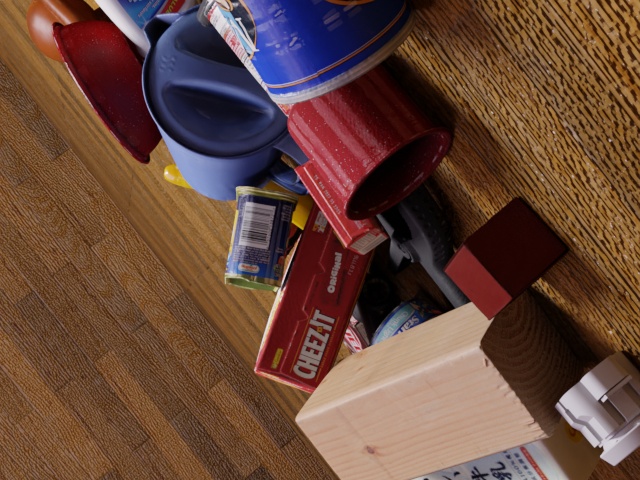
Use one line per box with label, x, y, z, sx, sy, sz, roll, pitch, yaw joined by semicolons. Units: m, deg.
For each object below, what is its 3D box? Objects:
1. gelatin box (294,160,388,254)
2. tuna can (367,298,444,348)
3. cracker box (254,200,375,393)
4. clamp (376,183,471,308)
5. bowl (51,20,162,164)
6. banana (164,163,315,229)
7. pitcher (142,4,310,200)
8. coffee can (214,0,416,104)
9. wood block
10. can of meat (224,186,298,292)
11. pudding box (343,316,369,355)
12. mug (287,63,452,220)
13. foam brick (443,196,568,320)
gelatin box;0.019;-0.029;0.839;0.073;0.030;0.089;57;-174;10
tuna can;0.080;0.096;0.967;0.034;0.086;0.086;35;161;30
cracker box;-0.007;0.063;1.044;0.072;0.164;0.214;19;171;-2
clamp;0.077;-0.004;0.891;0.165;0.036;0.210;36;162;52
bowl;-0.191;-0.156;1.036;0.162;0.055;0.162;58;-176;-7
banana;-0.067;-0.047;1.126;0.197;0.070;0.037;26;-141;-30
pitcher;-0.077;-0.104;0.966;0.243;0.145;0.149;112;152;-80
coffee can;-0.020;-0.167;0.631;0.140;0.102;0.103;58;166;-24
wood block;0.090;0.123;0.850;0.207;0.090;0.091;-29;102;42
can of meat;-0.056;0.001;0.983;0.057;0.084;0.102;10;173;-3
pudding box;0.063;0.130;1.303;0.113;0.039;0.090;55;166;-16
mug;0.031;-0.070;0.756;0.081;0.093;0.117;52;169;19
foam brick;0.125;0.014;0.737;0.051;0.053;0.078;50;167;10
